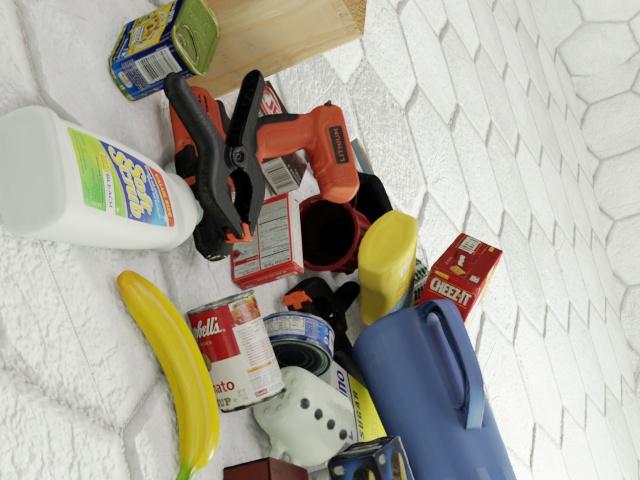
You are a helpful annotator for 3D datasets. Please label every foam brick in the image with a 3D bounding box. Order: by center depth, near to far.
[{"bbox_3d":[-0.049,0.240,1.008,0.078,0.051,0.053,36,40,-54],"label":"foam brick"}]

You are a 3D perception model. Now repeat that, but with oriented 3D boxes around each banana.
[{"bbox_3d":[-0.127,0.117,0.942,0.069,0.037,0.198,-11,83,-68],"label":"banana"}]

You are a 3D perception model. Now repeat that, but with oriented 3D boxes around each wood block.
[{"bbox_3d":[-0.062,-0.235,1.133,0.090,0.206,0.090,54,29,-36],"label":"wood block"}]

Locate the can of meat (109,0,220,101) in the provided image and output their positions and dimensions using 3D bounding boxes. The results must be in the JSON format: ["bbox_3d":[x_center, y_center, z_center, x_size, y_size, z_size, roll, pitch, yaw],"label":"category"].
[{"bbox_3d":[-0.154,-0.191,1.052,0.057,0.084,0.102,56,28,-33],"label":"can of meat"}]

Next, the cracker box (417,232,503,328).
[{"bbox_3d":[0.152,0.113,1.379,0.164,0.072,0.214,-39,152,-65],"label":"cracker box"}]

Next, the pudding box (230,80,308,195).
[{"bbox_3d":[-0.057,-0.122,1.274,0.113,0.039,0.090,60,25,-25],"label":"pudding box"}]

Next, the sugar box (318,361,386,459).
[{"bbox_3d":[0.038,0.214,1.228,0.176,0.048,0.093,47,32,-46],"label":"sugar box"}]

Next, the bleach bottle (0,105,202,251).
[{"bbox_3d":[-0.177,-0.044,0.923,0.250,0.068,0.102,9,66,-67],"label":"bleach bottle"}]

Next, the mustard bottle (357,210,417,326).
[{"bbox_3d":[0.083,0.055,1.306,0.096,0.058,0.191,-58,159,-31],"label":"mustard bottle"}]

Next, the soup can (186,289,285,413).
[{"bbox_3d":[-0.080,0.105,1.019,0.068,0.069,0.102,-22,94,-67],"label":"soup can"}]

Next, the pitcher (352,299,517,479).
[{"bbox_3d":[0.134,0.194,1.175,0.149,0.145,0.243,48,17,-51],"label":"pitcher"}]

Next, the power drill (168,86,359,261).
[{"bbox_3d":[-0.057,-0.072,1.096,0.187,0.057,0.184,-4,74,-26],"label":"power drill"}]

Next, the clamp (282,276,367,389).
[{"bbox_3d":[0.013,0.091,1.274,0.209,0.036,0.164,46,32,-52],"label":"clamp"}]

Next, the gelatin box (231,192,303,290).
[{"bbox_3d":[-0.057,0.002,1.137,0.030,0.073,0.089,40,38,-53],"label":"gelatin box"}]

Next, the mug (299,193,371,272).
[{"bbox_3d":[0.019,-0.016,1.290,0.081,0.093,0.117,19,84,-67],"label":"mug"}]

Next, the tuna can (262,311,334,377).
[{"bbox_3d":[-0.029,0.111,1.105,0.086,0.086,0.033,49,33,-42],"label":"tuna can"}]

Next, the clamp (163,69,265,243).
[{"bbox_3d":[-0.097,-0.083,1.009,0.120,0.039,0.171,0,84,-41],"label":"clamp"}]
